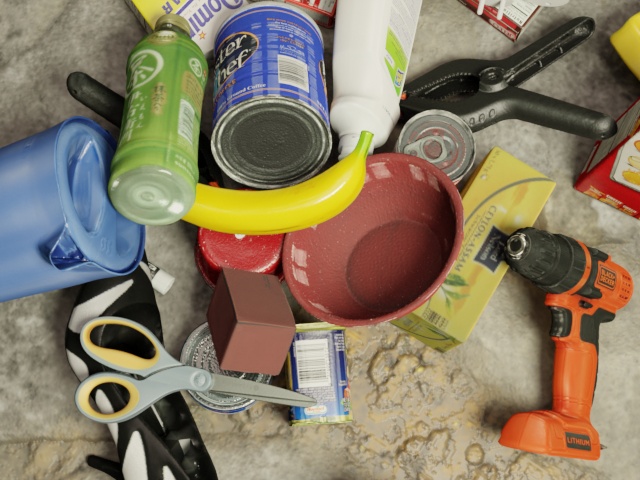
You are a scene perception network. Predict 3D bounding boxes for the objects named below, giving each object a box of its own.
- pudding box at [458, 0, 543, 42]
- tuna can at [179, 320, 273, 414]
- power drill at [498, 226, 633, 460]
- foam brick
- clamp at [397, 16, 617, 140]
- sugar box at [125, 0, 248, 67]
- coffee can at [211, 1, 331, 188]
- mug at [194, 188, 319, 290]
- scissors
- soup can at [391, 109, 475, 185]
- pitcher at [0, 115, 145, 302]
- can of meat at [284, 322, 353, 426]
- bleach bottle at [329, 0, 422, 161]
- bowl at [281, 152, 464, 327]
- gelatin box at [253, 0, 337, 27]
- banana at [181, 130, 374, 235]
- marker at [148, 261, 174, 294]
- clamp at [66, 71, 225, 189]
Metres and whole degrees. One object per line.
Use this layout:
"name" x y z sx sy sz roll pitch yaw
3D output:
"pudding box" 0.191 -0.266 1.051 0.090 0.039 0.113 38 81 4
"tuna can" -0.084 0.111 0.954 0.086 0.034 0.086 1 78 -3
"power drill" 0.205 0.091 0.921 0.184 0.057 0.187 19 80 -45
"foam brick" -0.058 0.067 0.884 0.053 0.078 0.051 10 119 -21
"clamp" 0.168 -0.133 0.988 0.210 0.036 0.164 -13 44 7
"sugar box" -0.144 -0.249 1.023 0.093 0.048 0.176 -35 81 -10
"coffee can" -0.044 -0.130 0.944 0.102 0.103 0.140 0 45 -4
"mug" -0.056 0.001 0.955 0.117 0.081 0.093 -2 78 -4
"scissors" -0.113 0.129 0.871 0.202 0.016 0.096 26 80 7
"soup can" 0.097 -0.070 0.970 0.068 0.102 0.068 1 78 -4
"pitcher" -0.277 -0.012 0.898 0.243 0.149 0.145 -16 80 17
"can of meat" -0.004 0.117 0.924 0.057 0.102 0.084 -4 80 -4
"bleach bottle" 0.047 -0.188 0.976 0.068 0.102 0.250 -2 65 28
"bowl" 0.051 0.008 0.894 0.162 0.055 0.162 -13 57 21
"gelatin box" -0.017 -0.257 1.041 0.089 0.030 0.073 19 76 1
"banana" -0.046 -0.037 0.895 0.198 0.037 0.069 -11 71 6
"marker" -0.188 0.009 0.978 0.121 0.020 0.020 33 78 4
"clamp" -0.153 -0.099 0.969 0.120 0.039 0.171 -25 78 -46
